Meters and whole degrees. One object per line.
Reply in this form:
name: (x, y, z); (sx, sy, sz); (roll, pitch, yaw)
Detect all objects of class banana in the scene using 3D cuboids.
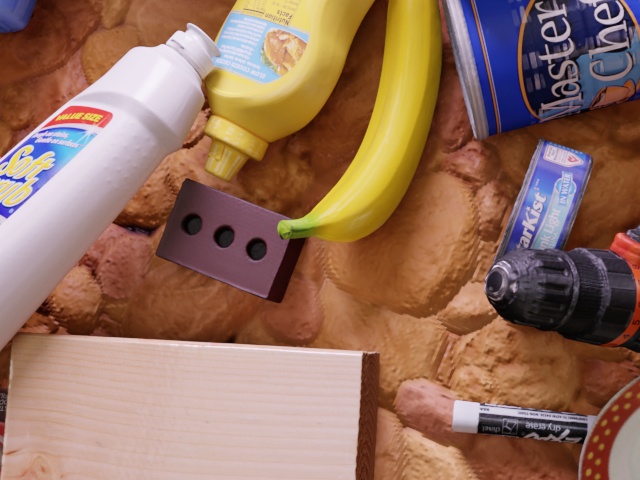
banana: (0.040, -0.075, 0.653); (0.037, 0.069, 0.197); (11, 73, 40)

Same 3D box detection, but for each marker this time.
marker: (0.140, 0.111, 0.639); (0.121, 0.020, 0.020); (4, 85, 10)

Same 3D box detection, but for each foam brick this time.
foam brick: (-0.054, 0.001, 0.666); (0.078, 0.051, 0.053); (20, 87, 11)

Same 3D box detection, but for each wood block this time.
wood block: (-0.073, 0.106, 0.639); (0.206, 0.090, 0.091); (2, 84, 10)

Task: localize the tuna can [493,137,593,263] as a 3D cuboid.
tuna can: (0.128, -0.014, 0.620); (0.034, 0.086, 0.086); (20, 88, 9)

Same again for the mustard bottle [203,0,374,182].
mustard bottle: (-0.022, -0.125, 0.663); (0.096, 0.058, 0.191); (26, 89, 42)

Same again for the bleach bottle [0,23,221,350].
bleach bottle: (-0.157, -0.032, 0.632); (0.250, 0.068, 0.103); (-48, 38, -9)

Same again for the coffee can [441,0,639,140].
coffee can: (0.148, -0.124, 0.620); (0.140, 0.102, 0.103); (-13, 82, 8)
